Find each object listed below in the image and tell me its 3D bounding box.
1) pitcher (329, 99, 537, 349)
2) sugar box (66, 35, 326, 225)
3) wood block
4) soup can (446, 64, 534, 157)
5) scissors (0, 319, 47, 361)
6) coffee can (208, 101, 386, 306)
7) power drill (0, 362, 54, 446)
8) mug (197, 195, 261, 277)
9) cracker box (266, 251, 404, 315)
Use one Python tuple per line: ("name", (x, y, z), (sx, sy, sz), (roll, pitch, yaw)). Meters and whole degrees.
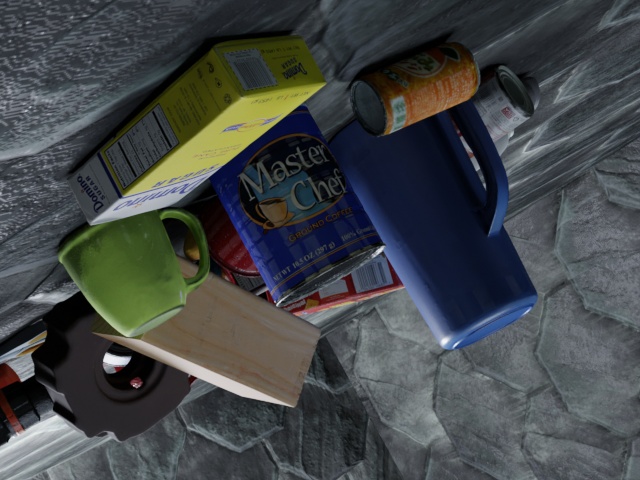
("pitcher", (0.120, -0.024, 1.061), (0.145, 0.243, 0.149), (-27, 165, 0))
("sugar box", (-0.088, -0.073, 0.735), (0.177, 0.048, 0.093), (-37, 169, 37))
("wood block", (-0.109, 0.088, 1.063), (0.091, 0.090, 0.205), (3, 159, 48))
("soup can", (0.174, -0.137, 1.169), (0.102, 0.068, 0.068), (-35, 170, 30))
("scissors", (-0.350, 0.121, 1.146), (0.201, 0.016, 0.096), (-21, 167, -45))
("coffee can", (-0.024, -0.031, 0.877), (0.102, 0.140, 0.103), (-28, 172, -5))
("power drill", (-0.358, 0.181, 1.168), (0.184, 0.057, 0.188), (-28, -171, -17))
("mug", (-0.049, -0.029, 1.006), (0.117, 0.093, 0.082), (-29, 169, -44))
("cracker box", (0.053, 0.033, 1.265), (0.164, 0.072, 0.213), (-17, 176, 26))
